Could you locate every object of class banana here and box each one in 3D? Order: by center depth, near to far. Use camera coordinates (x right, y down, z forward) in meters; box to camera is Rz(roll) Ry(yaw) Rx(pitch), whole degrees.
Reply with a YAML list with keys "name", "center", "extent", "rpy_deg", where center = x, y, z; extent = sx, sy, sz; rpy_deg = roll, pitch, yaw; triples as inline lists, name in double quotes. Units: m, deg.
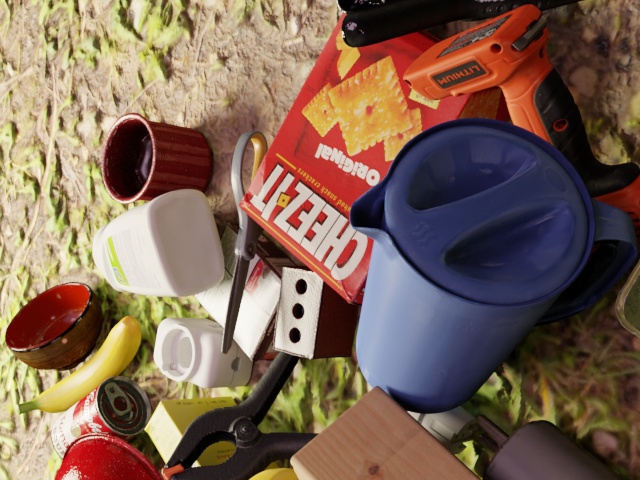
- name: "banana"
  center: [-0.251, 0.144, 1.180]
  extent: [0.198, 0.069, 0.037]
  rpy_deg: [-39, 75, 24]

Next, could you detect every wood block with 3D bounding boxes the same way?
- name: "wood block"
  center: [0.083, 0.213, 0.760]
  extent: [0.090, 0.090, 0.206]
  rpy_deg: [-38, 53, -15]

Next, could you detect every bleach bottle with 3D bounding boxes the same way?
- name: "bleach bottle"
  center: [-0.183, 0.005, 1.097]
  extent: [0.251, 0.068, 0.102]
  rpy_deg: [-1, 105, 60]

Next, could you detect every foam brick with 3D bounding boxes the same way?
- name: "foam brick"
  center: [-0.003, 0.063, 0.955]
  extent: [0.053, 0.051, 0.078]
  rpy_deg: [9, 93, 44]

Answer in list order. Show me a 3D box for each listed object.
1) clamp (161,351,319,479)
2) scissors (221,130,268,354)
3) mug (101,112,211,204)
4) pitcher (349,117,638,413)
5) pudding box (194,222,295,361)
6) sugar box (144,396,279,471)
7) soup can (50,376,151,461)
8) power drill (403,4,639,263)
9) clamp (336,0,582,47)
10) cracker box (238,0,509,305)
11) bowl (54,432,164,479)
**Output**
- name: "clamp"
  center: [-0.054, 0.179, 0.947]
  extent: [0.120, 0.171, 0.039]
  rpy_deg: [43, 160, 35]
- name: "scissors"
  center: [-0.056, 0.001, 0.983]
  extent: [0.016, 0.096, 0.202]
  rpy_deg: [2, 89, 34]
- name: "mug"
  center: [-0.174, -0.074, 1.112]
  extent: [0.117, 0.081, 0.093]
  rpy_deg: [-41, 60, 34]
- name: "pitcher"
  center: [0.103, 0.035, 0.749]
  extent: [0.149, 0.144, 0.243]
  rpy_deg: [42, 156, 15]
- name: "pudding box"
  center: [-0.066, 0.049, 1.028]
  extent: [0.114, 0.039, 0.090]
  rpy_deg: [45, 118, 39]
- name: "sugar box"
  center: [-0.082, 0.222, 0.992]
  extent: [0.176, 0.093, 0.048]
  rpy_deg: [47, 119, 35]
- name: "soup can"
  center: [-0.241, 0.199, 1.166]
  extent: [0.102, 0.068, 0.068]
  rpy_deg: [-37, 63, 37]
- name: "power drill"
  center: [0.140, -0.062, 0.764]
  extent: [0.185, 0.057, 0.187]
  rpy_deg: [-18, 114, 48]
- name: "clamp"
  center: [0.108, -0.186, 0.805]
  extent: [0.164, 0.210, 0.036]
  rpy_deg: [-109, 9, -68]
- name: "cracker box"
  center: [0.043, -0.075, 0.892]
  extent: [0.164, 0.072, 0.214]
  rpy_deg: [40, 106, 38]
- name: "bowl"
  center: [-0.228, 0.285, 1.114]
  extent: [0.162, 0.055, 0.162]
  rpy_deg: [12, 115, 29]
